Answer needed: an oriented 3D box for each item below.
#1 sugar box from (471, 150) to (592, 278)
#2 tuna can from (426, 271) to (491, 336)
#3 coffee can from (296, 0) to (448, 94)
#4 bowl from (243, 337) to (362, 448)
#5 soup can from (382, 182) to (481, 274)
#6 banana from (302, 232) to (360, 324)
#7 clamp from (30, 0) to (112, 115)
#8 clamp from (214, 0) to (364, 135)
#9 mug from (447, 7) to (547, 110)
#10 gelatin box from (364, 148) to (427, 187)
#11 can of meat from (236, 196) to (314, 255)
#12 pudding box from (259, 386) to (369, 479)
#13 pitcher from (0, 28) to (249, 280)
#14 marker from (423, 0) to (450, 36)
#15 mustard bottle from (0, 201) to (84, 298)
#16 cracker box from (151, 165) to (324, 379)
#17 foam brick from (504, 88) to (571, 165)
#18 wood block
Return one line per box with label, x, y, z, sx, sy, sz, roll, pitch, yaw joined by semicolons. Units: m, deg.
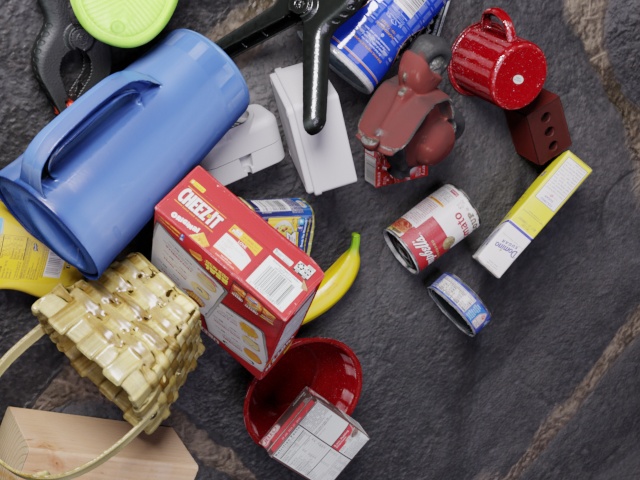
sugar box;0.263;-0.032;1.349;0.048;0.093;0.176;43;93;3
tuna can;0.178;0.081;1.364;0.033;0.086;0.086;-43;127;-7
coffee can;0.058;-0.240;1.122;0.140;0.103;0.102;-50;128;0
bowl;-0.031;0.179;1.312;0.161;0.055;0.162;-13;119;-24
soup can;0.136;-0.015;1.303;0.102;0.069;0.068;-36;126;-10
banana;-0.024;0.067;1.274;0.197;0.037;0.069;-35;114;-11
clamp;-0.224;-0.202;1.020;0.120;0.039;0.171;-6;116;-24
clamp;-0.021;-0.228;1.056;0.036;0.165;0.210;13;105;-59
mug;0.208;-0.211;1.236;0.093;0.082;0.117;-17;121;-22
gelatin box;0.089;-0.113;1.250;0.073;0.030;0.089;-15;120;-24
can of meat;-0.058;0.001;1.207;0.083;0.058;0.102;-3;116;-31
pudding box;-0.006;0.242;1.298;0.090;0.039;0.113;-49;125;0
pitcher;-0.181;-0.094;1.010;0.242;0.149;0.145;-48;114;-21
marker;0.128;-0.237;1.216;0.020;0.020;0.121;4;111;-32
mustard bottle;-0.327;0.005;1.051;0.191;0.058;0.096;7;113;-33
cracker box;-0.090;0.039;1.077;0.072;0.164;0.214;-47;172;-23
foam brick;0.269;-0.143;1.325;0.053;0.051;0.078;-34;126;-11
wood block;-0.256;0.258;1.200;0.205;0.091;0.090;15;106;-35
